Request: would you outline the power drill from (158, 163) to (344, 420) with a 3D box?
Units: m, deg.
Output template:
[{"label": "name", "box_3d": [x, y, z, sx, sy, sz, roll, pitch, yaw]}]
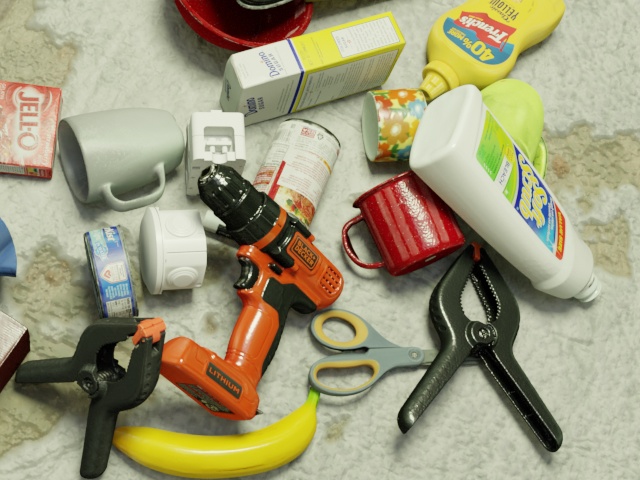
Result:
[{"label": "power drill", "box_3d": [-0.074, 0.049, 0.947, 0.184, 0.057, 0.187, 44, 62, -29]}]

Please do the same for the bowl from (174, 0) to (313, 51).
[{"label": "bowl", "box_3d": [-0.090, -0.250, 1.090, 0.161, 0.055, 0.162, 14, 58, -24]}]

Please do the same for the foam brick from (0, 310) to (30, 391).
[{"label": "foam brick", "box_3d": [-0.288, 0.093, 0.926, 0.053, 0.078, 0.051, 32, 66, 1]}]

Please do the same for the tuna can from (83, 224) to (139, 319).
[{"label": "tuna can", "box_3d": [-0.190, 0.031, 0.964, 0.033, 0.086, 0.086, -12, 73, -14]}]

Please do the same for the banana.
[{"label": "banana", "box_3d": [-0.084, 0.182, 0.960, 0.197, 0.037, 0.070, -8, 43, -17]}]

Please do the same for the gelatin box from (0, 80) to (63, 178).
[{"label": "gelatin box", "box_3d": [-0.289, -0.108, 1.024, 0.073, 0.030, 0.089, 6, 69, -9]}]

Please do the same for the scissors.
[{"label": "scissors", "box_3d": [0.075, 0.097, 1.032, 0.201, 0.016, 0.096, -13, 66, -23]}]

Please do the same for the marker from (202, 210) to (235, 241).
[{"label": "marker", "box_3d": [-0.057, 0.001, 1.038, 0.121, 0.020, 0.020, 22, 67, -3]}]

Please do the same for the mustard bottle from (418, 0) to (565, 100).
[{"label": "mustard bottle", "box_3d": [0.170, -0.214, 1.141, 0.096, 0.058, 0.191, 40, 68, 12]}]

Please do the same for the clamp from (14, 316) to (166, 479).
[{"label": "clamp", "box_3d": [-0.183, 0.128, 0.907, 0.120, 0.172, 0.039, 56, 35, 0]}]

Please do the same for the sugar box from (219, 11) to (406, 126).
[{"label": "sugar box", "box_3d": [-0.010, -0.170, 1.070, 0.176, 0.093, 0.048, -16, 74, -17]}]

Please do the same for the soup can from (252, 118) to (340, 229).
[{"label": "soup can", "box_3d": [-0.028, -0.059, 1.040, 0.068, 0.069, 0.102, 23, 67, -3]}]

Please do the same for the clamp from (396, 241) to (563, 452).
[{"label": "clamp", "box_3d": [0.141, 0.099, 1.020, 0.164, 0.036, 0.210, 4, 63, -20]}]

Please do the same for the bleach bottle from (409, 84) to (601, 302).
[{"label": "bleach bottle", "box_3d": [0.192, -0.031, 1.035, 0.250, 0.068, 0.102, 42, 48, -26]}]

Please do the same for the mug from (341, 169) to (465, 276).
[{"label": "mug", "box_3d": [0.078, -0.012, 1.038, 0.117, 0.093, 0.081, -24, 81, 0]}]
